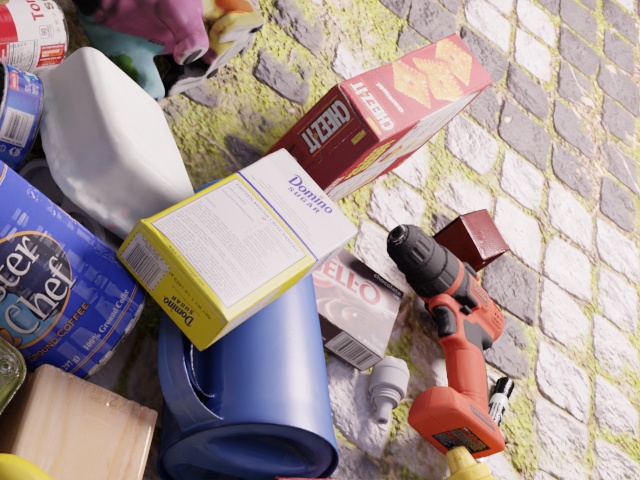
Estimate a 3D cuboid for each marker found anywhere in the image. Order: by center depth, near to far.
[{"bbox_3d":[0.167,0.176,1.038,0.020,0.020,0.121,42,43,-9],"label":"marker"}]

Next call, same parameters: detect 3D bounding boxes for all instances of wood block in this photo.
[{"bbox_3d":[-0.181,0.197,0.673,0.090,0.091,0.206,28,47,-22],"label":"wood block"}]

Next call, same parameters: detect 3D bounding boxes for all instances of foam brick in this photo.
[{"bbox_3d":[0.143,0.011,1.090,0.052,0.078,0.051,-16,72,-46],"label":"foam brick"}]

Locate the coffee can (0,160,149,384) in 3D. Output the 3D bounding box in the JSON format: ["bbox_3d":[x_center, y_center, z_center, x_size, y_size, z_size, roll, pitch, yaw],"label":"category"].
[{"bbox_3d":[-0.202,0.022,0.726,0.140,0.103,0.102,42,42,-23],"label":"coffee can"}]

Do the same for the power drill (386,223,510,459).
[{"bbox_3d":[0.118,0.095,0.990,0.184,0.057,0.187,42,39,-37],"label":"power drill"}]

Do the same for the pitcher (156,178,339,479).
[{"bbox_3d":[-0.064,0.066,0.833,0.144,0.149,0.243,7,52,-16],"label":"pitcher"}]

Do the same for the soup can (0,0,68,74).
[{"bbox_3d":[-0.266,-0.165,0.869,0.102,0.069,0.068,-19,75,-46],"label":"soup can"}]

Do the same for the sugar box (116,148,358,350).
[{"bbox_3d":[-0.055,0.001,0.777,0.093,0.048,0.175,48,36,7],"label":"sugar box"}]

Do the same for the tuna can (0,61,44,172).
[{"bbox_3d":[-0.245,-0.092,0.823,0.033,0.086,0.086,17,52,-33],"label":"tuna can"}]

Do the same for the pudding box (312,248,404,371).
[{"bbox_3d":[0.016,0.054,0.979,0.113,0.039,0.090,38,43,-14],"label":"pudding box"}]

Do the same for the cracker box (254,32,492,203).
[{"bbox_3d":[0.046,-0.107,1.024,0.072,0.164,0.213,54,42,5],"label":"cracker box"}]
